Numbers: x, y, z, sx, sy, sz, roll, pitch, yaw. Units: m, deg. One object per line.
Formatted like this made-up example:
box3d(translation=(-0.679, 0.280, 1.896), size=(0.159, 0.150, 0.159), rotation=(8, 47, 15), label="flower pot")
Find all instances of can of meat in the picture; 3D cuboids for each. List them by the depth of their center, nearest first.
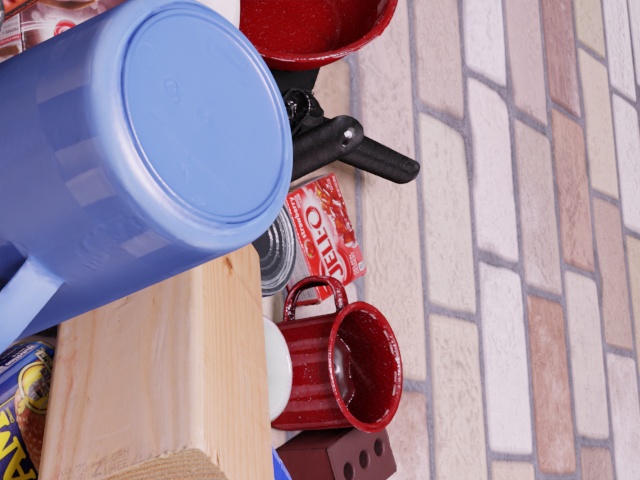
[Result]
box3d(translation=(-0.164, 0.115, 0.574), size=(0.083, 0.058, 0.102), rotation=(-42, 114, -53), label="can of meat")

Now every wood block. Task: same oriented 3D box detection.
box3d(translation=(-0.086, 0.066, 0.589), size=(0.206, 0.090, 0.090), rotation=(-97, 162, -48), label="wood block")

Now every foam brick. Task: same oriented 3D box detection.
box3d(translation=(0.013, 0.165, 0.797), size=(0.078, 0.051, 0.053), rotation=(-25, 101, -53), label="foam brick")

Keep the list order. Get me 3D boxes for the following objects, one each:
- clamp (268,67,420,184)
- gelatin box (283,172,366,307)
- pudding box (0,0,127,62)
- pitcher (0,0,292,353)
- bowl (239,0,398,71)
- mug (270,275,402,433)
box3d(translation=(-0.020, -0.108, 0.834), size=(0.209, 0.036, 0.164), rotation=(-14, 76, -46), label="clamp")
box3d(translation=(-0.004, -0.001, 0.840), size=(0.073, 0.030, 0.089), rotation=(-30, 104, -52), label="gelatin box")
box3d(translation=(-0.155, -0.130, 0.668), size=(0.113, 0.039, 0.090), rotation=(1, 80, -53), label="pudding box")
box3d(translation=(-0.135, -0.013, 0.489), size=(0.144, 0.243, 0.149), rotation=(-11, 85, -51), label="pitcher")
box3d(translation=(-0.025, -0.182, 0.803), size=(0.162, 0.055, 0.162), rotation=(4, 60, -7), label="bowl")
box3d(translation=(0.000, 0.084, 0.776), size=(0.093, 0.082, 0.117), rotation=(-2, 82, -54), label="mug")
